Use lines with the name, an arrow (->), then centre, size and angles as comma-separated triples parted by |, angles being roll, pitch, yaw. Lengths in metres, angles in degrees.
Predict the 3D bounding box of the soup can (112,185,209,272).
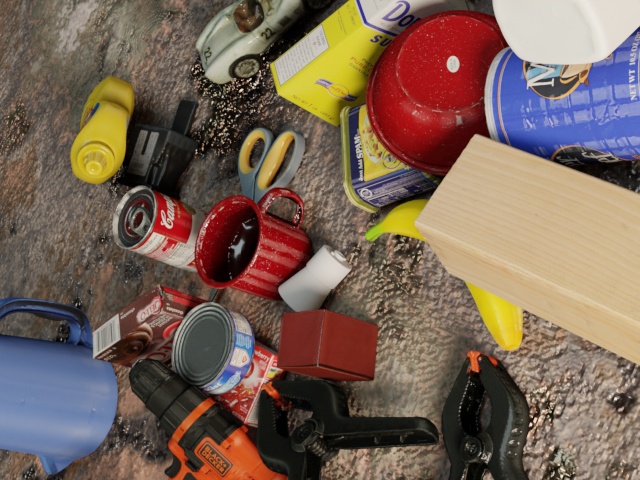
soup can -> -0.159, -0.010, 1.129 | 0.069, 0.102, 0.068 | -18, 63, 37

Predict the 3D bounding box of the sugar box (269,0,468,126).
sugar box -> 0.047, -0.185, 1.012 | 0.176, 0.093, 0.048 | -33, 55, 30

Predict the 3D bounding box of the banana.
banana -> 0.116, 0.015, 0.914 | 0.198, 0.037, 0.070 | 41, 117, 44

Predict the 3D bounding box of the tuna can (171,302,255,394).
tuna can -> -0.104, 0.105, 1.038 | 0.086, 0.033, 0.086 | -19, 61, 37

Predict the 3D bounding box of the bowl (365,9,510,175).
bowl -> 0.114, -0.139, 0.912 | 0.162, 0.055, 0.162 | -4, 70, 12

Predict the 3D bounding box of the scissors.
scissors -> -0.085, -0.037, 1.132 | 0.202, 0.016, 0.096 | -56, 44, 12

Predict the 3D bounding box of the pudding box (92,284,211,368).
pudding box -> -0.168, 0.094, 1.105 | 0.114, 0.089, 0.039 | -31, 53, 31

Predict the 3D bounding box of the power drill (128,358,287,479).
power drill -> -0.146, 0.227, 1.010 | 0.184, 0.057, 0.188 | 42, 111, 11

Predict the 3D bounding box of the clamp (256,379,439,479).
clamp -> -0.009, 0.185, 0.924 | 0.164, 0.036, 0.210 | -47, 31, -10

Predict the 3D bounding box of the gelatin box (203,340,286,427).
gelatin box -> -0.079, 0.133, 1.050 | 0.089, 0.030, 0.073 | 23, 90, 45

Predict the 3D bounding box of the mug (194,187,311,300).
mug -> -0.057, 0.001, 1.044 | 0.093, 0.081, 0.117 | 38, 101, 44

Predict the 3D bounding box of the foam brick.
foam brick -> 0.007, 0.095, 0.953 | 0.053, 0.078, 0.051 | -7, 71, 41

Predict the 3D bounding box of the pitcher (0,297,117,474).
pitcher -> -0.344, 0.149, 1.138 | 0.145, 0.242, 0.149 | -43, 56, 18

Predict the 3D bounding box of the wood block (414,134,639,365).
wood block -> 0.185, 0.009, 0.784 | 0.206, 0.090, 0.090 | 27, 76, 38

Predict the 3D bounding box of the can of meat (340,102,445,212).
can of meat -> 0.069, -0.087, 0.980 | 0.084, 0.057, 0.102 | -18, 63, 34

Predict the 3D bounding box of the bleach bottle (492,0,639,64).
bleach bottle -> 0.248, -0.228, 0.799 | 0.250, 0.068, 0.103 | -41, 30, -21

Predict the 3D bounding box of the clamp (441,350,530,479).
clamp -> 0.136, 0.170, 0.830 | 0.120, 0.039, 0.171 | -7, 70, 40

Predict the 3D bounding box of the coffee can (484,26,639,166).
coffee can -> 0.213, -0.110, 0.823 | 0.141, 0.102, 0.103 | -3, 72, 42

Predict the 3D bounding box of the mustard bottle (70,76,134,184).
mustard bottle -> -0.253, -0.118, 1.234 | 0.096, 0.058, 0.191 | -61, 18, 20
